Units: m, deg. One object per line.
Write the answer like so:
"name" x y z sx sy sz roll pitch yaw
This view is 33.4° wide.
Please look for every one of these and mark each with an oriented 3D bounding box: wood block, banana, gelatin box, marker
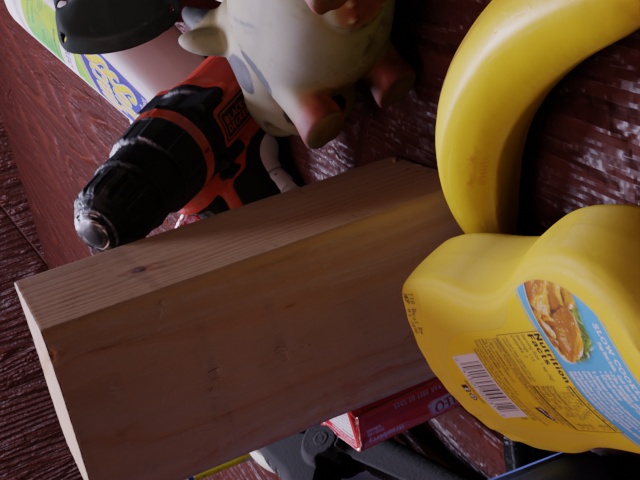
"wood block" -0.028 0.036 0.511 0.091 0.205 0.090 29 135 64
"banana" 0.079 -0.052 0.401 0.070 0.037 0.198 32 152 14
"gelatin box" 0.033 0.081 0.593 0.089 0.073 0.030 15 123 67
"marker" 0.089 0.062 0.504 0.020 0.020 0.121 31 137 62

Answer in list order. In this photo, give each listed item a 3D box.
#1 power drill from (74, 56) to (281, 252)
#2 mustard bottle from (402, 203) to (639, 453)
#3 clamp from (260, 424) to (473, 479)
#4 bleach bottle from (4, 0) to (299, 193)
"power drill" -0.054 0.001 0.618 0.057 0.184 0.187 -1 124 30
"mustard bottle" 0.103 0.033 0.362 0.096 0.058 0.192 51 161 -8
"clamp" 0.019 0.129 0.656 0.036 0.165 0.210 51 -161 -38
"bleach bottle" -0.112 -0.113 0.732 0.251 0.068 0.103 43 159 11
